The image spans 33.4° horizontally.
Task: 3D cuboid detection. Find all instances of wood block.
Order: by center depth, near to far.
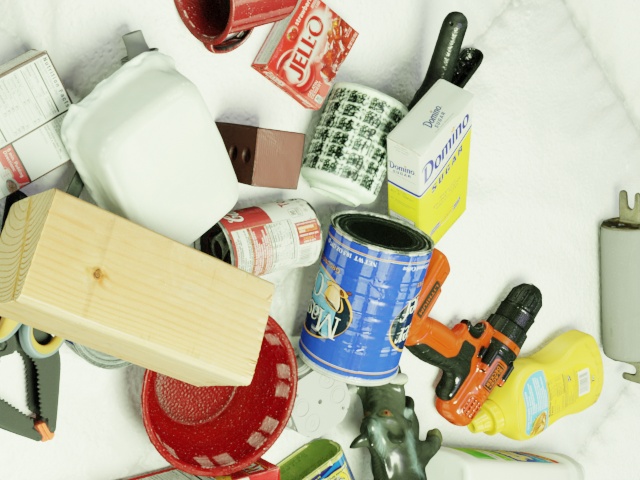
[{"bbox_3d":[-0.150,0.044,0.854,0.205,0.090,0.091,26,68,-32],"label":"wood block"}]

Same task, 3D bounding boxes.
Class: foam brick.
[{"bbox_3d":[-0.059,-0.077,0.969,0.051,0.078,0.053,4,97,-37],"label":"foam brick"}]

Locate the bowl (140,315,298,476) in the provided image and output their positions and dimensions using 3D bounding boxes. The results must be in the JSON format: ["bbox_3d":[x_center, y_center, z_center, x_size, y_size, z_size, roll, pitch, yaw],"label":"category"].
[{"bbox_3d":[-0.102,0.133,0.989,0.161,0.055,0.162,-4,97,-33],"label":"bowl"}]

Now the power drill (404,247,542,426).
[{"bbox_3d":[0.152,0.088,1.159,0.187,0.057,0.184,43,74,-33],"label":"power drill"}]

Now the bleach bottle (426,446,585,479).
[{"bbox_3d":[0.214,0.270,1.223,0.250,0.103,0.068,9,88,-42],"label":"bleach bottle"}]

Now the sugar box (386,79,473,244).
[{"bbox_3d":[0.108,-0.064,1.054,0.093,0.048,0.176,-48,156,-25],"label":"sugar box"}]

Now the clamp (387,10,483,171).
[{"bbox_3d":[0.114,-0.146,1.076,0.171,0.039,0.120,-62,154,-10],"label":"clamp"}]

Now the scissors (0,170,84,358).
[{"bbox_3d":[-0.213,0.012,0.890,0.201,0.016,0.096,-58,133,-29],"label":"scissors"}]

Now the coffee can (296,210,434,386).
[{"bbox_3d":[0.042,0.055,1.029,0.102,0.103,0.140,0,114,-35],"label":"coffee can"}]

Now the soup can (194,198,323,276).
[{"bbox_3d":[-0.056,0.001,0.991,0.102,0.069,0.068,-14,106,-33],"label":"soup can"}]

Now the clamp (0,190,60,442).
[{"bbox_3d":[-0.265,0.073,0.879,0.164,0.036,0.210,-42,121,-27],"label":"clamp"}]

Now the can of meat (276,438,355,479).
[{"bbox_3d":[-0.009,0.262,1.081,0.102,0.058,0.084,-32,114,-26],"label":"can of meat"}]

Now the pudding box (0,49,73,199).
[{"bbox_3d":[-0.251,-0.089,0.858,0.113,0.039,0.090,-36,116,-27],"label":"pudding box"}]

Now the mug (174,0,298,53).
[{"bbox_3d":[-0.074,-0.215,0.935,0.081,0.093,0.117,-23,142,-35],"label":"mug"}]

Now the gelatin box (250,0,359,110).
[{"bbox_3d":[-0.013,-0.180,1.010,0.073,0.030,0.089,34,79,-34],"label":"gelatin box"}]

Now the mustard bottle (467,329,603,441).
[{"bbox_3d":[0.246,0.179,1.241,0.191,0.058,0.096,-21,116,-31],"label":"mustard bottle"}]
